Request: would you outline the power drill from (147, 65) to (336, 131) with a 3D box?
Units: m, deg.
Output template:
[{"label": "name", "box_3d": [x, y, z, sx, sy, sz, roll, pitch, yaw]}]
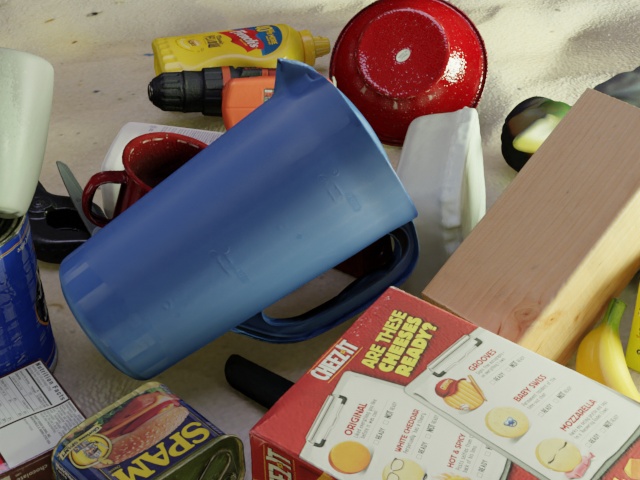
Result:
[{"label": "power drill", "box_3d": [-0.070, -0.139, 1.031, 0.184, 0.057, 0.188, -3, 15, -12]}]

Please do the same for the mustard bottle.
[{"label": "mustard bottle", "box_3d": [-0.083, -0.199, 1.161, 0.191, 0.058, 0.096, -10, 33, -12]}]

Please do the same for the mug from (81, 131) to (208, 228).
[{"label": "mug", "box_3d": [-0.135, -0.029, 0.865, 0.117, 0.082, 0.093, 2, 41, -27]}]

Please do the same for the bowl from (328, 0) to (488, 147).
[{"label": "bowl", "box_3d": [0.083, -0.176, 1.051, 0.162, 0.055, 0.162, -2, 82, 10]}]

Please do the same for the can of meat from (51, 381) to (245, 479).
[{"label": "can of meat", "box_3d": [-0.115, 0.149, 0.708, 0.101, 0.057, 0.084, -30, 43, -33]}]

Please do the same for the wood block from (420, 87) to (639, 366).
[{"label": "wood block", "box_3d": [0.182, 0.000, 0.796, 0.091, 0.090, 0.206, 32, 77, 36]}]

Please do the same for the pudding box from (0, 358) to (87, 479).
[{"label": "pudding box", "box_3d": [-0.221, 0.140, 0.737, 0.113, 0.039, 0.090, -23, 42, -29]}]

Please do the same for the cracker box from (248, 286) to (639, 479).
[{"label": "cracker box", "box_3d": [0.089, 0.135, 0.649, 0.214, 0.072, 0.164, 24, 43, 25]}]

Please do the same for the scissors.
[{"label": "scissors", "box_3d": [-0.162, 0.003, 0.896, 0.096, 0.016, 0.202, -5, 51, -19]}]

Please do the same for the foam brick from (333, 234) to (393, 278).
[{"label": "foam brick", "box_3d": [0.030, -0.017, 0.903, 0.051, 0.078, 0.052, 23, 43, 30]}]

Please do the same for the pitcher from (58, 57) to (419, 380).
[{"label": "pitcher", "box_3d": [-0.055, 0.001, 0.770, 0.243, 0.145, 0.149, -35, 65, 2]}]

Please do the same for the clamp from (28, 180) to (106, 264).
[{"label": "clamp", "box_3d": [-0.250, -0.025, 0.955, 0.171, 0.039, 0.120, 16, 45, 12]}]

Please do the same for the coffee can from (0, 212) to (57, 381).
[{"label": "coffee can", "box_3d": [-0.256, 0.040, 0.784, 0.103, 0.140, 0.103, -1, 37, 0]}]
